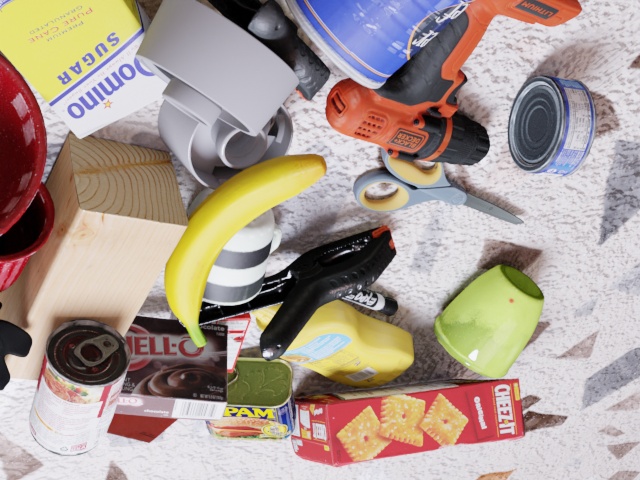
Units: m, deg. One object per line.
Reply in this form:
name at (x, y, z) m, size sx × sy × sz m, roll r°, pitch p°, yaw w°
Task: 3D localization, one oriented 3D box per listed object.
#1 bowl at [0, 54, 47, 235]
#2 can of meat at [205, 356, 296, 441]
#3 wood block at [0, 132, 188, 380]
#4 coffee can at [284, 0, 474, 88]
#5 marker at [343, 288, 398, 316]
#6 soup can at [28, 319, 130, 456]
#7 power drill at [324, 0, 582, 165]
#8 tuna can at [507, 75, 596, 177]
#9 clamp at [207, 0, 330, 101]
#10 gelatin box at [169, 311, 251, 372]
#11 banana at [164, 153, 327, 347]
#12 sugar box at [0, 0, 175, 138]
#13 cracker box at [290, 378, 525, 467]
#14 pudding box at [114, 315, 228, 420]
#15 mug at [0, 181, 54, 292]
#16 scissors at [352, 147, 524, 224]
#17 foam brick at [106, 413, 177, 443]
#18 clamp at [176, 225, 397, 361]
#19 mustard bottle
bowl at (-0.277, -0.065, 0.747) m, size 0.161 × 0.162 × 0.055 m, roll 0°, pitch 173°, yaw -21°
can of meat at (-0.076, 0.167, 1.115) m, size 0.102 × 0.057 × 0.084 m, roll 2°, pitch 143°, yaw 6°
wood block at (-0.198, 0.021, 0.891) m, size 0.090 × 0.090 × 0.206 m, roll 10°, pitch 131°, yaw -30°
coffee can at (0.057, -0.190, 0.743) m, size 0.140 × 0.103 × 0.102 m, roll -40°, pitch 136°, yaw 23°
marker at (0.040, 0.055, 1.065) m, size 0.020 × 0.020 × 0.120 m, roll -39°, pitch 145°, yaw 22°
soup can at (-0.200, 0.123, 0.881) m, size 0.068 × 0.068 × 0.102 m, roll 3°, pitch 136°, yaw -24°
power drill at (0.118, -0.138, 0.855) m, size 0.184 × 0.057 × 0.188 m, roll 8°, pitch 132°, yaw -44°
tuna can at (0.197, -0.098, 0.915) m, size 0.033 × 0.086 × 0.086 m, roll 4°, pitch 135°, yaw -23°
clamp at (-0.034, -0.144, 0.756) m, size 0.039 × 0.120 × 0.171 m, roll -45°, pitch 140°, yaw 8°
gelatin box at (-0.114, 0.094, 1.052) m, size 0.073 × 0.030 × 0.089 m, roll 1°, pitch 136°, yaw -21°
banana at (-0.073, -0.005, 0.852) m, size 0.069 × 0.037 × 0.198 m, roll 30°, pitch 115°, yaw -13°
sugar box at (-0.176, -0.153, 0.737) m, size 0.093 × 0.048 × 0.176 m, roll -26°, pitch 138°, yaw 8°
cracker box at (0.087, 0.193, 1.151) m, size 0.213 × 0.072 × 0.164 m, roll -4°, pitch 174°, yaw -17°
pudding box at (-0.142, 0.116, 0.978) m, size 0.113 × 0.090 × 0.039 m, roll 8°, pitch 137°, yaw -13°
mug at (-0.271, -0.014, 0.827) m, size 0.117 × 0.093 × 0.082 m, roll 38°, pitch 140°, yaw -5°
scissors at (0.107, -0.036, 1.003) m, size 0.096 × 0.016 × 0.201 m, roll -34°, pitch 137°, yaw 19°
foam brick at (-0.192, 0.165, 1.085) m, size 0.078 × 0.051 × 0.053 m, roll 26°, pitch 124°, yaw -40°
clamp at (-0.021, 0.041, 0.974) m, size 0.209 × 0.165 × 0.036 m, roll -31°, pitch 114°, yaw -34°
mustard bottle at (0.001, 0.095, 1.074) m, size 0.096 × 0.058 × 0.191 m, roll -24°, pitch 143°, yaw 36°
